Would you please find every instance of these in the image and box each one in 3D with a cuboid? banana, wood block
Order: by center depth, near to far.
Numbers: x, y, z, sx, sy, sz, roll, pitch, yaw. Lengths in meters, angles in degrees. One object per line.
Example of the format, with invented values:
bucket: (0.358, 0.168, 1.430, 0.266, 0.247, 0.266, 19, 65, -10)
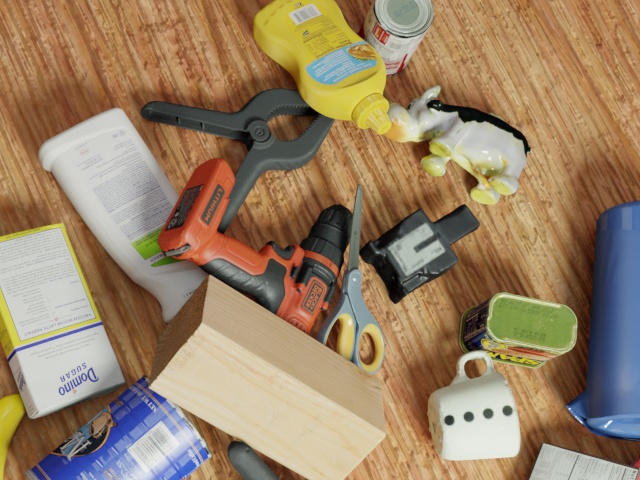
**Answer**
banana: (-0.302, 0.230, 1.002, 0.069, 0.037, 0.198, 6, 73, -9)
wood block: (-0.048, 0.136, 1.007, 0.206, 0.091, 0.090, 33, 112, -17)

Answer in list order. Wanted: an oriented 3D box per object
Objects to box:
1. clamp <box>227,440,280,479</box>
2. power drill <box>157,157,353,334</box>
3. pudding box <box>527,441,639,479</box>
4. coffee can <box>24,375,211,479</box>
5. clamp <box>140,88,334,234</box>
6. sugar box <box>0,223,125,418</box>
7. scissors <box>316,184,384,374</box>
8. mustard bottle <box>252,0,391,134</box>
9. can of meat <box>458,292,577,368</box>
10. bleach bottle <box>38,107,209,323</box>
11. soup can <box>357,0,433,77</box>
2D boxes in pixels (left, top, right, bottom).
clamp: (-0.048, 0.261, 1.024, 0.171, 0.120, 0.039, 36, 43, -16)
power drill: (-0.057, 0.001, 1.070, 0.187, 0.057, 0.184, 38, 59, -25)
pudding box: (0.260, 0.259, 1.066, 0.114, 0.039, 0.090, 11, 65, 38)
coffee can: (-0.187, 0.209, 0.995, 0.140, 0.103, 0.103, -40, 85, -19)
clamp: (-0.077, -0.115, 1.144, 0.209, 0.036, 0.164, -31, 80, -20)
sugar box: (-0.267, 0.077, 1.040, 0.093, 0.048, 0.176, -16, 79, -32)
scissors: (0.044, 0.052, 1.100, 0.096, 0.016, 0.201, 27, 73, -38)
mustard bottle: (0.014, -0.186, 1.145, 0.096, 0.058, 0.192, -27, 64, -23)
can of meat: (0.206, 0.094, 1.113, 0.102, 0.084, 0.057, 11, 72, -8)
bleach bottle: (-0.180, -0.005, 1.081, 0.102, 0.068, 0.251, -30, 84, -17)
soup can: (0.079, -0.231, 1.173, 0.068, 0.102, 0.068, 3, 74, -10)
